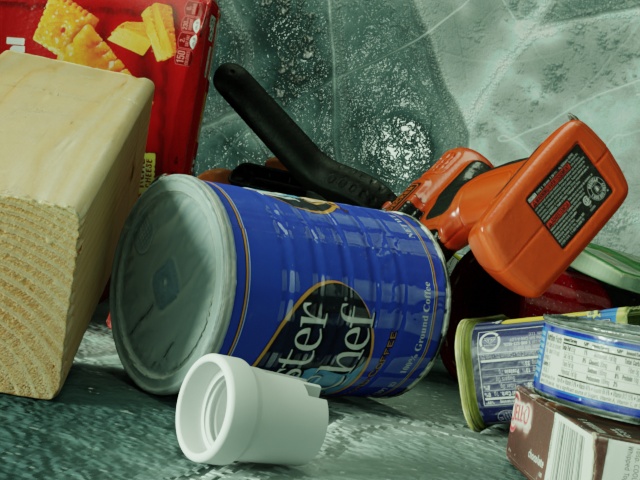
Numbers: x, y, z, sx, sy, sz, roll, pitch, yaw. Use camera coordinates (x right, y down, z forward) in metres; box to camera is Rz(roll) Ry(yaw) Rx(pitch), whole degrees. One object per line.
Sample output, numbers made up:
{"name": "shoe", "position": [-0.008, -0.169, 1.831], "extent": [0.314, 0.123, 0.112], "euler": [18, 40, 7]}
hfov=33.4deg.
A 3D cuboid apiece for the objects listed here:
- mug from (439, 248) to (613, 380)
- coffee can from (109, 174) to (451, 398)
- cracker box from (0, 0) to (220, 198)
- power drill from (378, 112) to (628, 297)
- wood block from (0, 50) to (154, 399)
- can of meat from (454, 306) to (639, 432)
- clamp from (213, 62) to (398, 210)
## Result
{"name": "mug", "position": [0.133, 0.046, 0.701], "extent": [0.081, 0.093, 0.117], "euler": [14, 38, -26]}
{"name": "coffee can", "position": [-0.019, 0.027, 0.536], "extent": [0.140, 0.103, 0.103], "euler": [8, 4, -38]}
{"name": "cracker box", "position": [-0.188, -0.102, 0.736], "extent": [0.213, 0.164, 0.072], "euler": [11, 1, -2]}
{"name": "power drill", "position": [0.077, 0.000, 0.638], "extent": [0.057, 0.184, 0.188], "euler": [49, -23, -14]}
{"name": "wood block", "position": [-0.144, -0.019, 0.522], "extent": [0.090, 0.091, 0.206], "euler": [11, 22, -4]}
{"name": "can of meat", "position": [0.126, 0.063, 0.551], "extent": [0.084, 0.057, 0.102], "euler": [-9, -6, 25]}
{"name": "clamp", "position": [0.003, -0.042, 0.788], "extent": [0.210, 0.036, 0.164], "euler": [32, -20, 21]}
